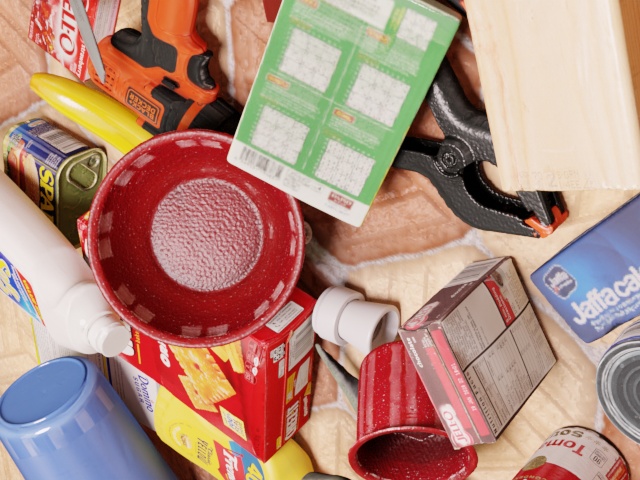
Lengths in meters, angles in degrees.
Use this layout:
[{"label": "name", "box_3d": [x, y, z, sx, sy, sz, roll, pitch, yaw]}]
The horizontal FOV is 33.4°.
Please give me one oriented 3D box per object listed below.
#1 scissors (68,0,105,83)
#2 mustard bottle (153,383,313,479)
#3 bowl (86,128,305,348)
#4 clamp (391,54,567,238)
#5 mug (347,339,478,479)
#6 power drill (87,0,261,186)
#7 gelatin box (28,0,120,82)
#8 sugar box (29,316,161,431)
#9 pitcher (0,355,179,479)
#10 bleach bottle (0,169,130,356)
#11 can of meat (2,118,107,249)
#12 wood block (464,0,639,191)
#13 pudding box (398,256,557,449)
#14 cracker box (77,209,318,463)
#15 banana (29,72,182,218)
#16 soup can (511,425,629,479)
[{"label": "scissors", "box_3d": [-0.189, -0.222, 0.829, 0.096, 0.016, 0.202, -52, 58, 27]}, {"label": "mustard bottle", "box_3d": [-0.066, 0.197, 0.979, 0.192, 0.058, 0.096, 30, 136, 24]}, {"label": "bowl", "box_3d": [-0.090, -0.002, 0.801, 0.162, 0.055, 0.162, 0, 94, 3]}, {"label": "clamp", "box_3d": [0.085, -0.057, 0.717, 0.171, 0.039, 0.120, 49, 140, 9]}, {"label": "mug", "box_3d": [0.075, 0.133, 0.793, 0.093, 0.081, 0.117, -23, 133, 29]}, {"label": "power drill", "box_3d": [-0.087, -0.147, 0.799, 0.184, 0.057, 0.188, 34, 131, 12]}, {"label": "gelatin box", "box_3d": [-0.209, -0.191, 0.900, 0.073, 0.030, 0.089, 38, 133, 18]}, {"label": "sugar box", "box_3d": [-0.214, 0.116, 1.071, 0.176, 0.048, 0.093, 20, 127, 28]}, {"label": "pitcher", "box_3d": [-0.216, 0.227, 1.043, 0.149, 0.144, 0.243, -1, 127, 33]}, {"label": "bleach bottle", "box_3d": [-0.247, 0.017, 0.919, 0.251, 0.068, 0.102, 34, 140, 36]}, {"label": "can of meat", "box_3d": [-0.249, -0.054, 0.995, 0.084, 0.057, 0.102, 30, 130, 28]}, {"label": "wood block", "box_3d": [0.139, -0.139, 0.586, 0.090, 0.090, 0.206, 2, 114, 40]}, {"label": "pudding box", "box_3d": [0.108, 0.072, 0.717, 0.039, 0.113, 0.090, -17, 102, 41]}, {"label": "cracker box", "box_3d": [-0.107, 0.071, 0.916, 0.214, 0.072, 0.164, 31, 141, 24]}, {"label": "banana", "box_3d": [-0.161, -0.085, 0.896, 0.198, 0.069, 0.037, 39, 104, 24]}, {"label": "soup can", "box_3d": [0.163, 0.183, 0.740, 0.069, 0.102, 0.068, 21, 126, 31]}]
